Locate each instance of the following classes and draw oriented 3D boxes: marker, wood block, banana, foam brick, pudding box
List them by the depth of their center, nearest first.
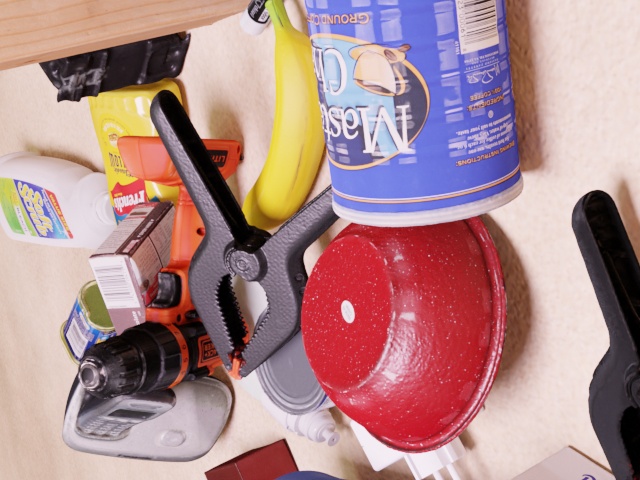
[{"bbox_3d":[-0.023,-0.173,0.696,0.020,0.020,0.121,64,148,10],"label":"marker"},{"bbox_3d":[-0.160,-0.176,0.727,0.091,0.205,0.090,0,107,57],"label":"wood block"},{"bbox_3d":[-0.024,-0.068,0.744,0.070,0.037,0.198,-118,29,-42],"label":"banana"},{"bbox_3d":[-0.136,0.037,0.865,0.039,0.090,0.113,-2,120,20],"label":"pudding box"},{"bbox_3d":[-0.057,0.212,0.934,0.078,0.051,0.053,-35,78,58],"label":"foam brick"}]

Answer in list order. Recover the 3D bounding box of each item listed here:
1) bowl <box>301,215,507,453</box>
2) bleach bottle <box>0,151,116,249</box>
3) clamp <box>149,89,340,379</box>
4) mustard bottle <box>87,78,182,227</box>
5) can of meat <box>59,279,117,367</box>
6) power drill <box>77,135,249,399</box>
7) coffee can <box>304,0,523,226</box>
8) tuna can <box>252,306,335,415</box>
[{"bbox_3d":[0.036,0.045,0.637,0.162,0.055,0.162,-16,71,53],"label":"bowl"},{"bbox_3d":[-0.266,-0.044,1.108,0.251,0.067,0.102,4,111,54],"label":"bleach bottle"},{"bbox_3d":[-0.055,0.001,0.737,0.165,0.036,0.210,24,123,14],"label":"clamp"},{"bbox_3d":[-0.147,-0.043,0.923,0.096,0.058,0.191,12,118,42],"label":"mustard bottle"},{"bbox_3d":[-0.189,0.070,1.013,0.057,0.101,0.084,60,146,17],"label":"can of meat"},{"bbox_3d":[-0.114,0.016,0.792,0.057,0.184,0.188,6,97,25],"label":"power drill"},{"bbox_3d":[0.047,-0.089,0.552,0.103,0.102,0.140,17,121,53],"label":"coffee can"},{"bbox_3d":[-0.011,0.084,0.788,0.086,0.033,0.086,8,100,47],"label":"tuna can"}]
